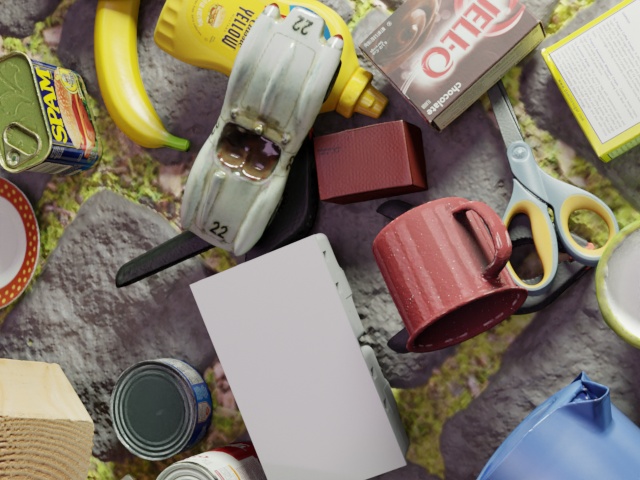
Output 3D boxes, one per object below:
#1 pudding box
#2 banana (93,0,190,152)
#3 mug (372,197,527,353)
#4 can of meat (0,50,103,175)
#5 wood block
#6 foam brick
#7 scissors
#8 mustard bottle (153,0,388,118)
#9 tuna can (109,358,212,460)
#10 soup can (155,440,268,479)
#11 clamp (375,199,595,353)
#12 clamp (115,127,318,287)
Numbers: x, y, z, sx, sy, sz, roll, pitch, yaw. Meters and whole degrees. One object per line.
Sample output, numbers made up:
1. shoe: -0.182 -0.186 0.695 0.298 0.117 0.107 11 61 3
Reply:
1. pudding box: 0.101 -0.152 0.816 0.113 0.039 0.090 -44 67 10
2. banana: -0.167 -0.163 0.943 0.069 0.037 0.198 -15 84 3
3. mug: 0.092 0.017 0.751 0.081 0.093 0.117 66 147 22
4. can of meat: -0.245 -0.109 0.947 0.057 0.083 0.102 -20 81 21
5. wood block: -0.250 0.162 0.876 0.090 0.206 0.091 8 93 -21
6. foam brick: 0.040 -0.061 0.843 0.078 0.051 0.053 -8 85 22
7. scissors: 0.169 -0.058 0.793 0.096 0.016 0.202 -4 72 14
8. mustard bottle: -0.032 -0.153 0.857 0.191 0.058 0.096 31 102 3
9. tuna can: -0.137 0.145 0.923 0.086 0.033 0.086 -1 89 23
10. soup can: -0.083 0.203 0.863 0.069 0.102 0.068 0 89 23
11. clamp: 0.122 0.030 0.813 0.172 0.039 0.120 2 89 23
12. clamp: -0.056 0.001 0.890 0.164 0.036 0.210 37 100 9
